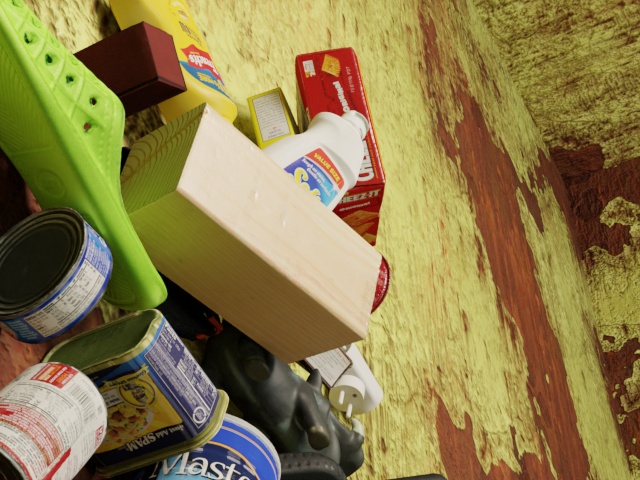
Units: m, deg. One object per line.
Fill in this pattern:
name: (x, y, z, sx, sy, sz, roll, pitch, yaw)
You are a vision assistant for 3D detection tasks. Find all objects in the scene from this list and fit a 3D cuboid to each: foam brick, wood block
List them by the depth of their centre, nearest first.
wood block: (-0.056, 0.001, 0.835, 0.205, 0.091, 0.090, 40, 46, -31)
foam brick: (-0.159, -0.137, 0.879, 0.053, 0.078, 0.051, 7, 64, -70)

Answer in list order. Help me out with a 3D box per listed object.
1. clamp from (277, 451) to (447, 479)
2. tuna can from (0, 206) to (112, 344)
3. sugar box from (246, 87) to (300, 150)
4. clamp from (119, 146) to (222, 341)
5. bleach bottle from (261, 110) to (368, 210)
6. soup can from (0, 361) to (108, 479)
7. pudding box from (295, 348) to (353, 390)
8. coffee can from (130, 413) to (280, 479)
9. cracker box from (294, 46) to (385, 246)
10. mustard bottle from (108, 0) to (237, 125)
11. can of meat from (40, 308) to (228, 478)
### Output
clamp: (0.009, 0.227, 0.904, 0.209, 0.164, 0.036, 44, 2, -36)
tuna can: (-0.175, 0.022, 0.676, 0.033, 0.086, 0.086, 53, 26, -42)
sugar box: (-0.033, -0.066, 1.126, 0.093, 0.048, 0.176, 67, 8, -52)
clamp: (-0.137, 0.020, 0.849, 0.171, 0.039, 0.120, 60, 34, -19)
bleach bottle: (-0.034, -0.051, 0.986, 0.250, 0.068, 0.102, -48, 119, -37)
soup can: (-0.173, 0.120, 0.616, 0.068, 0.069, 0.102, 66, 20, -11)
pudding box: (-0.030, 0.081, 0.997, 0.090, 0.039, 0.113, 33, -12, 47)
coffee can: (-0.087, 0.198, 0.712, 0.102, 0.103, 0.140, 59, 23, -27)
cracker box: (0.021, -0.094, 1.199, 0.214, 0.072, 0.164, 92, -15, -72)
mustard bottle: (-0.122, -0.145, 0.949, 0.096, 0.058, 0.192, 28, 32, -61)
can of meat: (-0.127, 0.100, 0.707, 0.084, 0.102, 0.057, 58, 24, -24)
